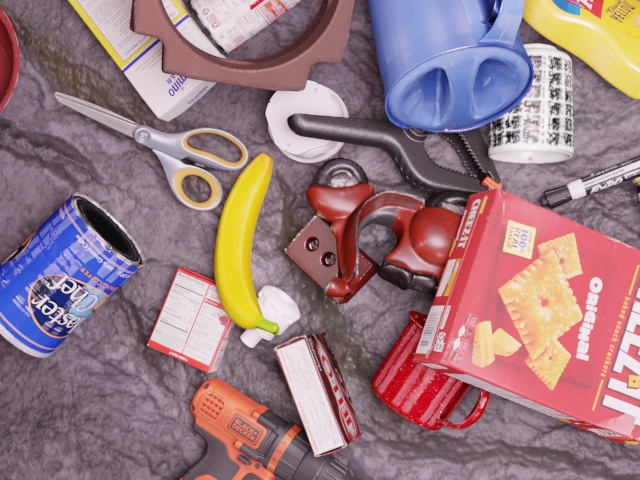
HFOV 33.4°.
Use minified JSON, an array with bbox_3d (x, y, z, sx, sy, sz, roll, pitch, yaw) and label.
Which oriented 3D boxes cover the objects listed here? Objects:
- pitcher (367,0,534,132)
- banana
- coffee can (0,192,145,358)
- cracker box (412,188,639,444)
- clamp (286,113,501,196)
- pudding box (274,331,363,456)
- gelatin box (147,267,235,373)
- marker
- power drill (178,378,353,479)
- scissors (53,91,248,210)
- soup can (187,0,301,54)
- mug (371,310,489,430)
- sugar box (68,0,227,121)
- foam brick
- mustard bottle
[{"bbox_3d":[0.107,-0.234,0.976,0.149,0.145,0.243,-19,63,16],"label":"pitcher"},{"bbox_3d":[-0.074,0.008,1.065,0.070,0.037,0.198,-11,66,15],"label":"banana"},{"bbox_3d":[-0.263,0.035,1.084,0.140,0.102,0.103,-43,81,6],"label":"coffee can"},{"bbox_3d":[0.211,0.070,0.953,0.213,0.072,0.164,23,80,-13],"label":"cracker box"},{"bbox_3d":[0.092,-0.119,1.039,0.210,0.036,0.164,32,70,-4],"label":"clamp"},{"bbox_3d":[0.000,0.147,1.034,0.039,0.090,0.113,-24,83,9],"label":"pudding box"},{"bbox_3d":[-0.126,0.081,1.092,0.073,0.030,0.089,22,90,12],"label":"gelatin box"},{"bbox_3d":[0.270,-0.058,1.026,0.121,0.020,0.020,-21,84,9],"label":"marker"},{"bbox_3d":[-0.081,0.257,1.064,0.184,0.057,0.187,32,91,14],"label":"power drill"},{"bbox_3d":[-0.175,-0.087,1.086,0.201,0.016,0.096,9,102,-7],"label":"scissors"},{"bbox_3d":[-0.074,-0.244,1.078,0.102,0.068,0.068,-35,82,8],"label":"soup can"},{"bbox_3d":[0.109,0.132,1.010,0.117,0.093,0.081,39,100,36],"label":"mug"},{"bbox_3d":[-0.179,-0.219,1.109,0.093,0.048,0.176,-38,85,8],"label":"sugar box"},{"bbox_3d":[0.012,0.019,1.057,0.078,0.051,0.053,42,96,10],"label":"foam brick"},{"bbox_3d":[0.246,-0.217,1.007,0.192,0.058,0.096,38,55,12],"label":"mustard bottle"}]
